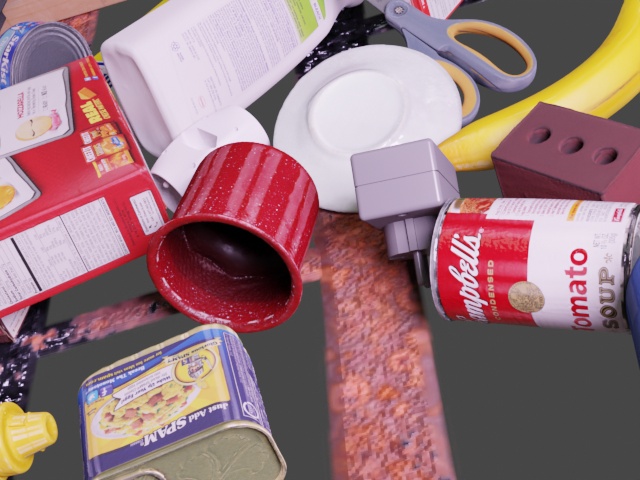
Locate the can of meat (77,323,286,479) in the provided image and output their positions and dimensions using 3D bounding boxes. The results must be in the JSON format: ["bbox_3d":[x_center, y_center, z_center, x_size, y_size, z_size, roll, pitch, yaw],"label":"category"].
[{"bbox_3d":[-0.078,0.100,0.566,0.102,0.057,0.084,-23,38,0],"label":"can of meat"}]

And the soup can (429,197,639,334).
[{"bbox_3d":[0.117,0.013,0.558,0.102,0.068,0.068,3,47,27],"label":"soup can"}]

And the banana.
[{"bbox_3d":[0.161,-0.097,0.679,0.197,0.037,0.070,-41,38,-18],"label":"banana"}]

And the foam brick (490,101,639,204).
[{"bbox_3d":[0.146,-0.036,0.608,0.078,0.051,0.053,24,60,41],"label":"foam brick"}]

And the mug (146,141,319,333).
[{"bbox_3d":[-0.054,0.001,0.647,0.117,0.093,0.081,-41,20,40],"label":"mug"}]

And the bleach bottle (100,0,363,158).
[{"bbox_3d":[-0.041,-0.165,0.814,0.250,0.102,0.068,-38,32,-28],"label":"bleach bottle"}]

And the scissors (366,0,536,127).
[{"bbox_3d":[0.052,-0.141,0.747,0.202,0.016,0.096,27,70,21],"label":"scissors"}]

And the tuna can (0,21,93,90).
[{"bbox_3d":[-0.225,-0.134,0.861,0.034,0.086,0.086,11,51,35],"label":"tuna can"}]

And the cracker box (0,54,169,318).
[{"bbox_3d":[-0.219,-0.022,0.694,0.213,0.072,0.164,-25,41,-8],"label":"cracker box"}]
